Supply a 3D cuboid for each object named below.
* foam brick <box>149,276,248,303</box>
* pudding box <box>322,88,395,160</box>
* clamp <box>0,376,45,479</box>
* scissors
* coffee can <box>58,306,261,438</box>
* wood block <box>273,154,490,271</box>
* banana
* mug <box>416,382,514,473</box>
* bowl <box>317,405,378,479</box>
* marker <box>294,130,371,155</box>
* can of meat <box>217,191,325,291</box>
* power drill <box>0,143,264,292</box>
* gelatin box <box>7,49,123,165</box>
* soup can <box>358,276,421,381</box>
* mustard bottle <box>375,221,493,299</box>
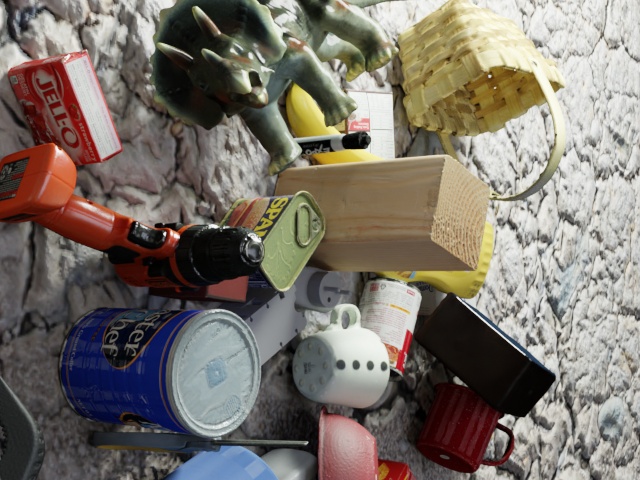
[{"bbox_3d":[-0.111,0.029,0.978,0.051,0.078,0.053,12,81,-50],"label":"foam brick"},{"bbox_3d":[0.045,-0.113,1.205,0.089,0.039,0.113,-5,95,-50],"label":"pudding box"},{"bbox_3d":[-0.241,0.190,0.788,0.164,0.036,0.210,3,68,-8],"label":"clamp"},{"bbox_3d":[-0.095,0.174,0.914,0.096,0.202,0.016,42,49,-69],"label":"scissors"},{"bbox_3d":[-0.135,0.108,0.896,0.102,0.141,0.103,2,87,-51],"label":"coffee can"},{"bbox_3d":[0.056,-0.024,1.081,0.090,0.207,0.090,29,67,-46],"label":"wood block"},{"bbox_3d":[0.030,-0.101,1.140,0.197,0.037,0.069,41,83,-11],"label":"banana"},{"bbox_3d":[0.178,0.236,1.303,0.093,0.117,0.081,95,19,-65],"label":"mug"},{"bbox_3d":[0.031,0.251,1.100,0.162,0.055,0.162,-3,90,-85],"label":"bowl"},{"bbox_3d":[0.001,-0.097,1.084,0.020,0.121,0.020,2,87,-50],"label":"marker"},{"bbox_3d":[-0.057,0.001,1.040,0.057,0.084,0.102,57,49,-32],"label":"can of meat"},{"bbox_3d":[-0.159,-0.011,0.854,0.187,0.185,0.057,30,65,-36],"label":"power drill"},{"bbox_3d":[-0.208,-0.105,0.867,0.030,0.073,0.089,-38,118,-45],"label":"gelatin box"},{"bbox_3d":[0.071,0.100,1.206,0.068,0.069,0.102,37,61,-44],"label":"soup can"},{"bbox_3d":[0.105,0.003,1.227,0.191,0.058,0.096,14,91,-26],"label":"mustard bottle"}]
